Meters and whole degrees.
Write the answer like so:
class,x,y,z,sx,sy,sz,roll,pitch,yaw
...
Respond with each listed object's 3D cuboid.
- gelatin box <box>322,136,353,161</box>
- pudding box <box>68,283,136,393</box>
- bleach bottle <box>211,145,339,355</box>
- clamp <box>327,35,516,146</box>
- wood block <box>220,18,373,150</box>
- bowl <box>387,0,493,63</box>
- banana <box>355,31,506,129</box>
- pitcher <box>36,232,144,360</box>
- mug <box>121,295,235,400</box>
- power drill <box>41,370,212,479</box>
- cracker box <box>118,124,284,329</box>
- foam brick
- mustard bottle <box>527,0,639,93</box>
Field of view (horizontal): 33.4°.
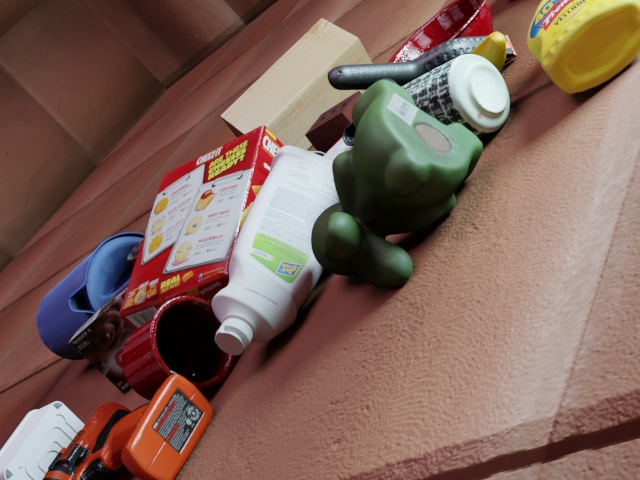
class,x,y,z,sx,sy,sz,roll,pitch,yaw
gelatin box,0.033,-0.097,1.261,0.073,0.030,0.089,-47,16,-18
pudding box,-0.216,0.107,1.227,0.114,0.090,0.039,-40,14,14
bleach bottle,-0.046,0.012,1.045,0.068,0.102,0.250,104,-169,-45
clamp,0.107,-0.168,1.152,0.210,0.036,0.164,-19,-18,-6
wood block,-0.027,-0.204,1.521,0.206,0.090,0.091,-45,46,-7
bowl,0.148,-0.222,1.256,0.162,0.055,0.162,-39,16,14
banana,0.128,-0.149,1.106,0.069,0.037,0.198,5,-28,-47
pitcher,-0.273,0.082,1.395,0.243,0.149,0.145,-26,38,54
mug,-0.137,0.104,1.053,0.082,0.093,0.117,-33,15,47
power drill,-0.193,0.205,0.979,0.188,0.057,0.184,-28,23,41
cracker box,-0.119,-0.005,1.176,0.164,0.072,0.213,-22,41,34
foam brick,0.029,-0.142,1.343,0.078,0.051,0.053,-26,23,46
mustard bottle,0.236,-0.197,0.974,0.096,0.058,0.191,-41,15,17
